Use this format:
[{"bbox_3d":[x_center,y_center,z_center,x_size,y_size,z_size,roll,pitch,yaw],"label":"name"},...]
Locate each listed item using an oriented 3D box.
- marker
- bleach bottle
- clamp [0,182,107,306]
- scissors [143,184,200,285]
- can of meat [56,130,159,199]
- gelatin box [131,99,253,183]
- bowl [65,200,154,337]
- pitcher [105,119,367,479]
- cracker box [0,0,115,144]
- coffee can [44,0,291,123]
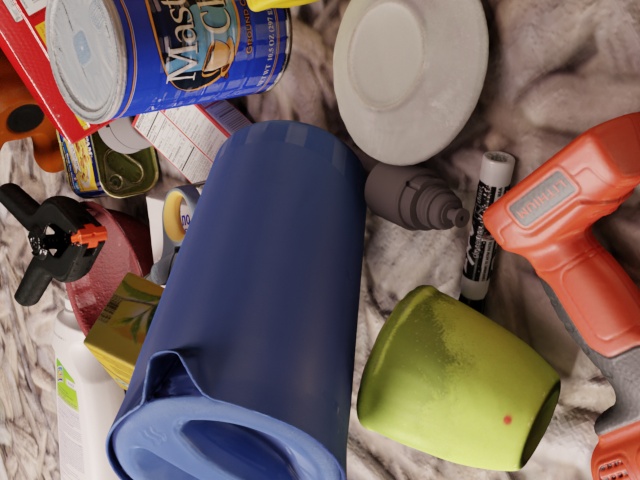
[{"bbox_3d":[0.097,0.005,0.644,0.020,0.020,0.121,34,129,41],"label":"marker"},{"bbox_3d":[-0.236,0.171,1.107,0.103,0.067,0.251,17,114,48],"label":"bleach bottle"},{"bbox_3d":[-0.250,0.010,0.986,0.172,0.039,0.120,9,112,50],"label":"clamp"},{"bbox_3d":[-0.123,0.006,0.832,0.202,0.016,0.096,1,102,59],"label":"scissors"},{"bbox_3d":[-0.195,-0.088,0.959,0.084,0.057,0.102,-2,101,55],"label":"can of meat"},{"bbox_3d":[-0.099,-0.089,0.836,0.089,0.030,0.073,45,138,7],"label":"gelatin box"},{"bbox_3d":[-0.178,0.037,0.984,0.162,0.055,0.162,24,121,46],"label":"bowl"},{"bbox_3d":[-0.033,0.049,0.660,0.149,0.145,0.242,123,164,-46],"label":"pitcher"},{"bbox_3d":[-0.243,-0.196,0.875,0.214,0.072,0.164,48,167,50],"label":"cracker box"},{"bbox_3d":[-0.107,-0.144,0.750,0.103,0.140,0.103,24,121,46],"label":"coffee can"}]
